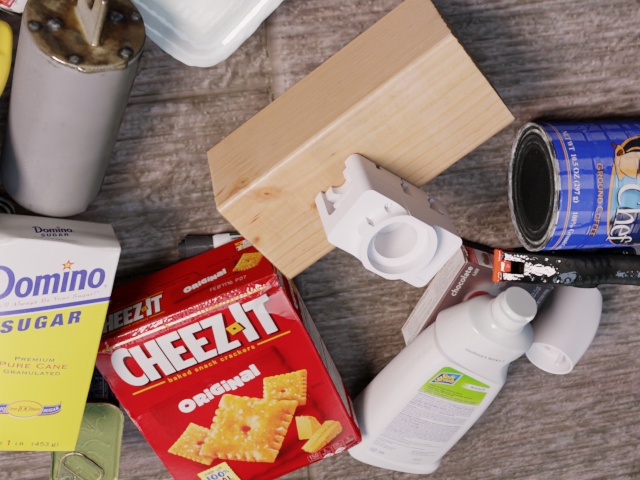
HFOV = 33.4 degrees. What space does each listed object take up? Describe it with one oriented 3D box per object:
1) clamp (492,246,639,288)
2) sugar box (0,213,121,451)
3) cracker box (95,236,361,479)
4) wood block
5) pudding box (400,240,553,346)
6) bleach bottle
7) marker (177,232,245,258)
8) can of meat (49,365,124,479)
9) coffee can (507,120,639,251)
[{"bbox_3d":[0.221,0.020,0.895,0.171,0.120,0.039,4,89,-7],"label":"clamp"},{"bbox_3d":[-0.208,0.070,0.771,0.093,0.048,0.176,5,117,-26],"label":"sugar box"},{"bbox_3d":[-0.076,0.115,0.894,0.164,0.072,0.213,-22,127,4],"label":"cracker box"},{"bbox_3d":[0.026,-0.077,0.792,0.206,0.091,0.090,-36,124,13],"label":"wood block"},{"bbox_3d":[0.136,0.061,0.943,0.090,0.039,0.114,16,120,-21],"label":"pudding box"},{"bbox_3d":[0.112,0.118,0.910,0.102,0.068,0.251,13,141,-19],"label":"bleach bottle"},{"bbox_3d":[-0.056,0.001,0.873,0.121,0.020,0.020,-5,125,-8],"label":"marker"},{"bbox_3d":[-0.199,0.148,0.906,0.057,0.084,0.102,2,124,-14],"label":"can of meat"},{"bbox_3d":[0.233,-0.045,0.851,0.140,0.103,0.103,-2,125,-10],"label":"coffee can"}]
